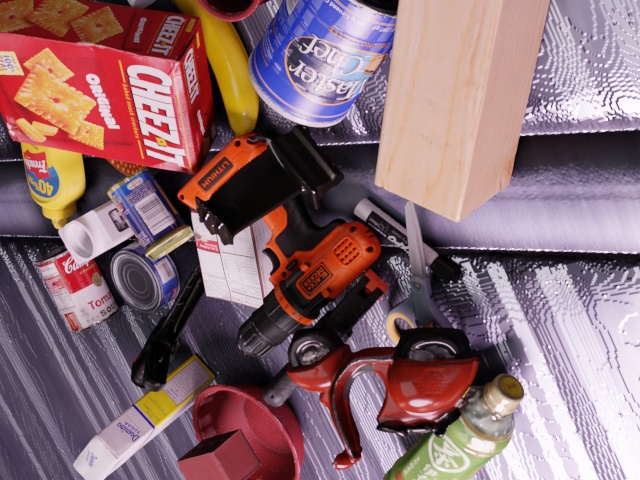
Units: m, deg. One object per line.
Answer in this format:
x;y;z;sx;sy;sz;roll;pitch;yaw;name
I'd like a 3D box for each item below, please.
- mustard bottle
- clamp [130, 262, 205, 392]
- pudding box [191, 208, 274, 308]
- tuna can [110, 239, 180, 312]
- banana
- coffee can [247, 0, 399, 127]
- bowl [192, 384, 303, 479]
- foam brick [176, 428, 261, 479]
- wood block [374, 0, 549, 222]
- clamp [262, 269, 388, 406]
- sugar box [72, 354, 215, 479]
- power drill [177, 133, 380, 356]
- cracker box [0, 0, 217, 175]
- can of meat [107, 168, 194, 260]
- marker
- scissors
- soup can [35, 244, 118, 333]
-0.321;-0.100;1.277;0.096;0.058;0.192;26;130;37;mustard bottle
-0.183;0.114;1.265;0.036;0.164;0.210;29;158;-10;clamp
-0.091;0.014;1.165;0.090;0.039;0.113;11;123;34;pudding box
-0.212;0.043;1.287;0.086;0.033;0.086;20;126;30;tuna can
-0.104;-0.184;1.059;0.070;0.037;0.198;-7;110;40;banana
0.012;-0.181;0.917;0.103;0.102;0.141;47;135;9;coffee can
-0.075;0.228;1.265;0.162;0.055;0.162;20;126;30;bowl
-0.119;0.259;1.243;0.078;0.052;0.051;-25;98;44;foam brick
0.114;-0.134;0.867;0.090;0.090;0.206;27;130;27;wood block
0.005;0.099;1.081;0.039;0.120;0.172;37;129;3;clamp
-0.212;0.216;1.287;0.048;0.175;0.093;48;136;7;sugar box
-0.057;0.001;1.073;0.185;0.057;0.188;-42;82;16;power drill
-0.219;-0.154;1.056;0.214;0.072;0.164;11;145;10;cracker box
-0.188;-0.030;1.184;0.084;0.057;0.102;56;175;2;can of meat
0.084;0.001;1.023;0.121;0.020;0.020;38;133;17;marker
0.083;0.045;1.032;0.096;0.016;0.201;4;126;45;scissors
-0.307;0.058;1.352;0.069;0.068;0.102;-12;107;44;soup can
